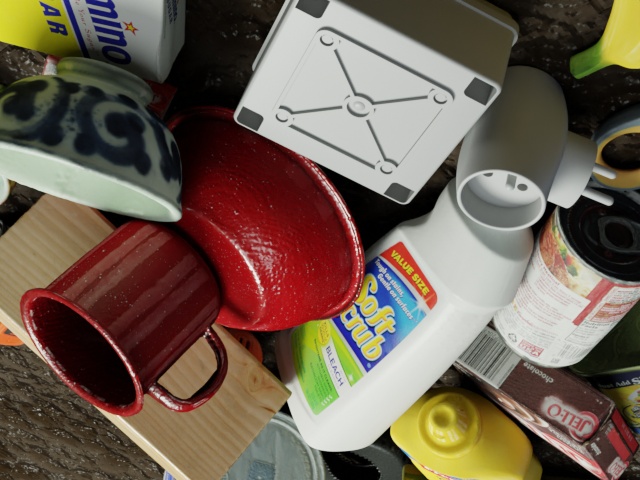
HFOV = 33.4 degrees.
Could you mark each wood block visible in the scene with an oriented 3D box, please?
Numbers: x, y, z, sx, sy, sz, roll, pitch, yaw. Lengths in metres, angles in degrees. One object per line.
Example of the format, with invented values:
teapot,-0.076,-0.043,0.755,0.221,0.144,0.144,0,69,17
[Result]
wood block,-0.132,0.065,0.715,0.206,0.090,0.090,44,163,-10

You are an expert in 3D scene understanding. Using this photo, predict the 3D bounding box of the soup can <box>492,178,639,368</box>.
soup can,0.147,0.022,0.614,0.068,0.068,0.102,21,143,-2

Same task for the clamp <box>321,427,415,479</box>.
clamp,0.063,0.202,0.897,0.165,0.036,0.210,-23,123,29

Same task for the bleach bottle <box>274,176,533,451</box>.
bleach bottle,0.054,0.034,0.661,0.068,0.102,0.251,2,144,-29

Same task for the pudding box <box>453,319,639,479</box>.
pudding box,0.142,0.102,0.683,0.114,0.039,0.090,36,172,37

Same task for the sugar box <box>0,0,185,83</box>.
sugar box,-0.159,-0.147,0.556,0.176,0.048,0.093,17,143,5

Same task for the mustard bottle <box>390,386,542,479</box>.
mustard bottle,0.099,0.142,0.741,0.096,0.058,0.191,18,165,21

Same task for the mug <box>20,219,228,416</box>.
mug,-0.103,0.049,0.621,0.117,0.081,0.093,40,145,7

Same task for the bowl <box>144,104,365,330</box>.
bowl,-0.054,0.001,0.645,0.162,0.055,0.162,27,141,24

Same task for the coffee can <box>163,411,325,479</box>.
coffee can,-0.065,0.193,0.857,0.102,0.102,0.140,26,160,-9
